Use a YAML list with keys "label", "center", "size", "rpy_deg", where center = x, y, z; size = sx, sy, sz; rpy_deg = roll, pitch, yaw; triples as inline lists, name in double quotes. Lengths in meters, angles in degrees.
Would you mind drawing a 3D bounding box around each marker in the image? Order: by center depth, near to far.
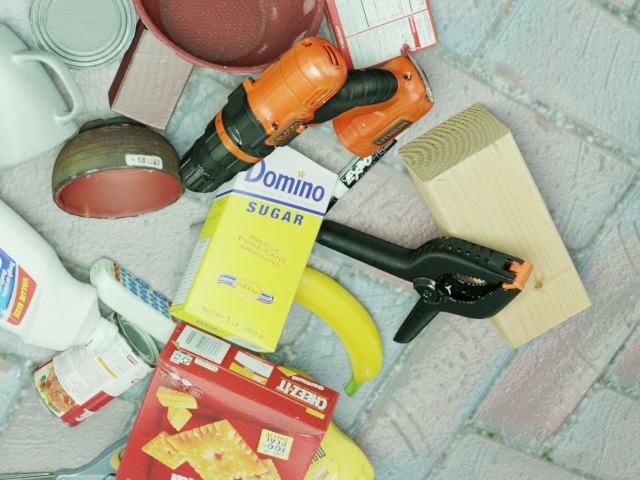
- label: "marker"
  center: [0.034, -0.067, 0.992]
  size: [0.020, 0.020, 0.121]
  rpy_deg: [39, 102, -26]

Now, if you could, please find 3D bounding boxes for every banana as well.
- label: "banana"
  center: [0.010, 0.079, 1.048]
  size: [0.069, 0.037, 0.197]
  rpy_deg: [-33, 118, 4]

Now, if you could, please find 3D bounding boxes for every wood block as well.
- label: "wood block"
  center: [0.165, -0.012, 1.008]
  size: [0.091, 0.090, 0.206]
  rpy_deg: [-30, 118, 2]

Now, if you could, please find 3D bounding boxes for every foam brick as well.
- label: "foam brick"
  center: [-0.140, -0.141, 0.899]
  size: [0.051, 0.053, 0.078]
  rpy_deg: [20, 110, -21]

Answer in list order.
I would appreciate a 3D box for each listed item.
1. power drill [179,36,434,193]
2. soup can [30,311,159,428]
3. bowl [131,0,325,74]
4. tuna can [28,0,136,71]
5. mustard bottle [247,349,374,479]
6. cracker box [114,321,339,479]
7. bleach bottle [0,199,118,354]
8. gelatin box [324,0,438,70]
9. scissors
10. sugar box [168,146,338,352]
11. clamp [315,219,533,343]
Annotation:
- label: "power drill"
  center: [-0.007, -0.099, 0.883]
  size: [0.185, 0.057, 0.187]
  rpy_deg: [-34, 166, 38]
- label: "soup can"
  center: [-0.210, 0.119, 1.002]
  size: [0.102, 0.068, 0.068]
  rpy_deg: [-36, 118, 6]
- label: "bowl"
  center: [-0.080, -0.196, 0.858]
  size: [0.162, 0.055, 0.162]
  rpy_deg: [6, 71, -18]
- label: "tuna can"
  center: [-0.195, -0.185, 0.876]
  size: [0.086, 0.034, 0.086]
  rpy_deg: [-5, 117, -10]
- label: "mustard bottle"
  center: [-0.033, 0.184, 1.063]
  size: [0.096, 0.058, 0.191]
  rpy_deg: [-34, 101, -5]
- label: "cracker box"
  center: [-0.097, 0.203, 0.999]
  size: [0.164, 0.072, 0.214]
  rpy_deg: [24, 120, 1]
- label: "bleach bottle"
  center: [-0.280, 0.012, 0.915]
  size: [0.250, 0.068, 0.103]
  rpy_deg: [37, 107, -16]
- label: "gelatin box"
  center: [0.052, -0.194, 0.929]
  size: [0.089, 0.030, 0.073]
  rpy_deg: [-20, 117, -3]
- label: "scissors"
  center: [-0.246, 0.226, 1.076]
  size: [0.201, 0.016, 0.096]
  rpy_deg: [16, 109, -19]
- label: "sugar box"
  center: [-0.056, 0.001, 0.940]
  size: [0.093, 0.048, 0.176]
  rpy_deg: [27, 73, -23]
- label: "clamp"
  center: [0.096, 0.030, 0.979]
  size: [0.164, 0.210, 0.036]
  rpy_deg: [46, 57, -22]
